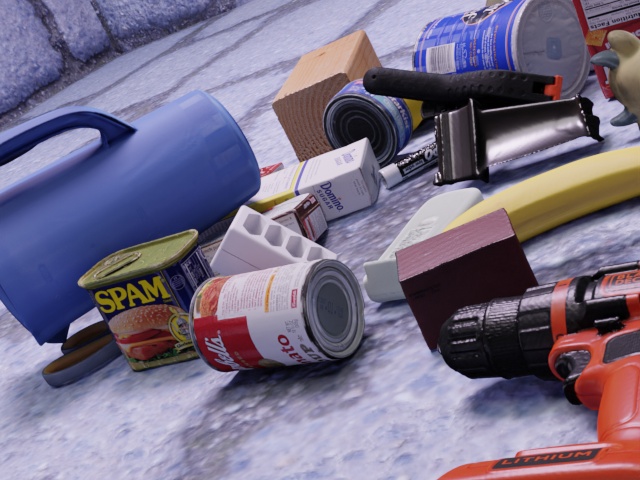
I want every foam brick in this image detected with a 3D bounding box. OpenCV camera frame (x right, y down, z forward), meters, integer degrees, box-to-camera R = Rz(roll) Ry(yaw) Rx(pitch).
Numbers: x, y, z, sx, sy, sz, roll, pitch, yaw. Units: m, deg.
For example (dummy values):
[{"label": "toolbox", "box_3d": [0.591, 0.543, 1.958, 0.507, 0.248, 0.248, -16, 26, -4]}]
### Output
[{"label": "foam brick", "box_3d": [0.091, 0.023, 0.661, 0.078, 0.053, 0.051, -22, 18, 10]}]

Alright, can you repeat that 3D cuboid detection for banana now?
[{"label": "banana", "box_3d": [0.155, -0.020, 0.726, 0.198, 0.037, 0.070, -26, 24, 0]}]

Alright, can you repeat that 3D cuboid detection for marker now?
[{"label": "marker", "box_3d": [0.110, -0.084, 0.988, 0.121, 0.020, 0.020, -28, 18, -8]}]

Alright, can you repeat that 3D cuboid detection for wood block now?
[{"label": "wood block", "box_3d": [0.018, -0.164, 1.221, 0.091, 0.090, 0.206, -21, 19, 17]}]

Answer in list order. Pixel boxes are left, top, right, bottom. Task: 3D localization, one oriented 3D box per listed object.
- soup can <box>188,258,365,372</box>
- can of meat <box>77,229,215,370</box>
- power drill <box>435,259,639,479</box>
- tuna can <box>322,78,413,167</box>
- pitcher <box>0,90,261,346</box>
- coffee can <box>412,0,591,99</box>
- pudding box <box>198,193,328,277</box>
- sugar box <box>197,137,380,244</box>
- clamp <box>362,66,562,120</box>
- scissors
[{"label": "soup can", "box_3d": [-0.029, 0.051, 0.719, 0.102, 0.068, 0.068, -11, 23, 37]}, {"label": "can of meat", "box_3d": [-0.124, 0.048, 0.828, 0.102, 0.084, 0.057, -15, 21, 30]}, {"label": "power drill", "box_3d": [0.115, 0.072, 0.484, 0.185, 0.057, 0.187, -13, 22, 33]}, {"label": "tuna can", "box_3d": [0.046, -0.114, 1.050, 0.086, 0.086, 0.033, -10, 25, 40]}, {"label": "pitcher", "box_3d": [-0.179, -0.035, 0.909, 0.242, 0.145, 0.149, -33, -13, -14]}, {"label": "coffee can", "box_3d": [0.172, -0.175, 1.024, 0.102, 0.103, 0.141, -36, 21, -30]}, {"label": "pudding box", "box_3d": [-0.056, 0.001, 0.922, 0.114, 0.039, 0.090, -23, 7, 14]}, {"label": "sugar box", "box_3d": [-0.032, -0.037, 1.008, 0.176, 0.048, 0.093, -17, 19, 14]}, {"label": "clamp", "box_3d": [0.136, -0.129, 0.954, 0.172, 0.039, 0.120, 8, 2, 27]}, {"label": "scissors", "box_3d": [-0.148, 0.066, 0.921, 0.201, 0.016, 0.096, -29, 18, -10]}]
